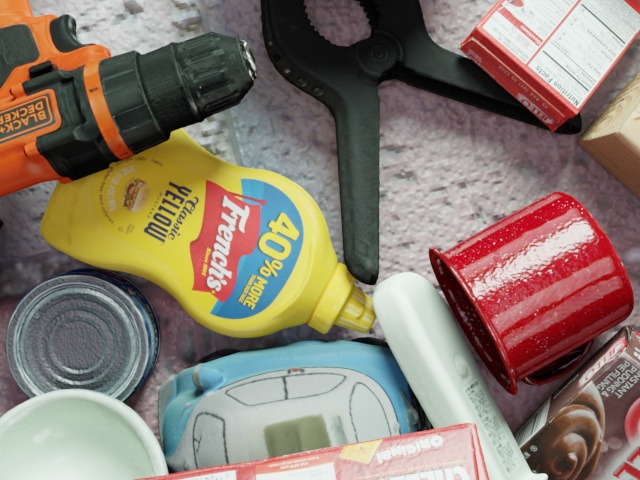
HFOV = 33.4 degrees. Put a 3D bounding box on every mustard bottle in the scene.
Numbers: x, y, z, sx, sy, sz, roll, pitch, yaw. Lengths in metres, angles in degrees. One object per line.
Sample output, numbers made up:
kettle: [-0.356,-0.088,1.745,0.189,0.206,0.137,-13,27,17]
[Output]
mustard bottle: [-0.054,0.001,0.607,0.191,0.058,0.096,28,88,-1]

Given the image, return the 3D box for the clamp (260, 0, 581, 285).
clamp: [0.041,-0.101,0.607,0.164,0.036,0.210,-29,86,-13]

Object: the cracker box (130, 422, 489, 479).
cracker box: [0.007,0.180,0.542,0.164,0.213,0.072,-10,53,2]

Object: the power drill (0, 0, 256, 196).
power drill: [-0.140,-0.124,0.571,0.184,0.057,0.188,-19,70,3]

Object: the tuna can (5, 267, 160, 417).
tuna can: [-0.138,0.059,0.624,0.086,0.034,0.086,0,93,1]

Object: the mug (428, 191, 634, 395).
mug: [0.122,0.034,0.598,0.081,0.093,0.117,-29,123,-3]

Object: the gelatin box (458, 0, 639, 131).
gelatin box: [0.132,-0.117,0.598,0.073,0.030,0.089,41,69,-1]
